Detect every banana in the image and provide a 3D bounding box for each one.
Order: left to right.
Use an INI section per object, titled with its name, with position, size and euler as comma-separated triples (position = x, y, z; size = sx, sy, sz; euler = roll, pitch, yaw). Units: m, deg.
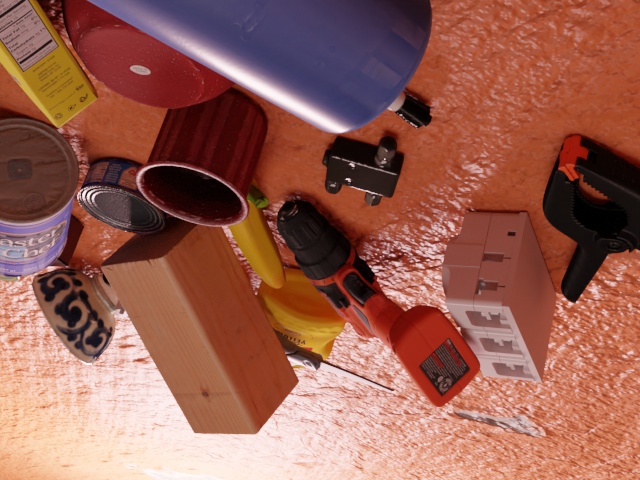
[banana]
position = -0.064, -0.016, 0.961
size = 0.037, 0.070, 0.198
euler = -25, 158, -6

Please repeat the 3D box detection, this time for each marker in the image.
[marker]
position = 0.031, -0.114, 0.759
size = 0.121, 0.020, 0.020
euler = 29, 151, -24

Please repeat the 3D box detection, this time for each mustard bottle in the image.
[mustard bottle]
position = -0.030, 0.095, 1.157
size = 0.096, 0.058, 0.192
euler = 19, 154, -1

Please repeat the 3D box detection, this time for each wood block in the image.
[wood block]
position = -0.116, 0.084, 1.054
size = 0.091, 0.090, 0.206
euler = -7, 118, 38

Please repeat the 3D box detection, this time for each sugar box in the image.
[sugar box]
position = -0.223, -0.163, 0.732
size = 0.093, 0.048, 0.176
euler = 45, 172, 33

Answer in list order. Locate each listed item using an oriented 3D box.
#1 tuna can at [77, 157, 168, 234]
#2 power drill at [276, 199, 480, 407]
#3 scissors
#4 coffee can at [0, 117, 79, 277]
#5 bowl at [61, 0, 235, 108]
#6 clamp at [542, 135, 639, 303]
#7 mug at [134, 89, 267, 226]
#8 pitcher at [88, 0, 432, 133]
[tuna can]
position = -0.183, -0.041, 1.005
size = 0.086, 0.033, 0.086
euler = 13, 153, 7
[power drill]
position = 0.048, 0.054, 0.945
size = 0.184, 0.057, 0.188
euler = 50, 175, -39
[scissors]
position = -0.014, 0.130, 1.106
size = 0.202, 0.016, 0.096
euler = 26, 151, 18
[coffee can]
position = -0.282, -0.037, 0.994
size = 0.102, 0.102, 0.140
euler = 21, 154, -9
[bowl]
position = -0.118, -0.142, 0.750
size = 0.162, 0.055, 0.162
euler = 14, 154, 7
[clamp]
position = 0.226, -0.007, 0.836
size = 0.165, 0.036, 0.209
euler = -11, 141, 42
[mug]
position = -0.096, -0.066, 0.854
size = 0.093, 0.081, 0.117
euler = 28, 151, -23
[pitcher]
position = -0.047, -0.167, 0.597
size = 0.242, 0.145, 0.149
euler = 29, 163, -31
